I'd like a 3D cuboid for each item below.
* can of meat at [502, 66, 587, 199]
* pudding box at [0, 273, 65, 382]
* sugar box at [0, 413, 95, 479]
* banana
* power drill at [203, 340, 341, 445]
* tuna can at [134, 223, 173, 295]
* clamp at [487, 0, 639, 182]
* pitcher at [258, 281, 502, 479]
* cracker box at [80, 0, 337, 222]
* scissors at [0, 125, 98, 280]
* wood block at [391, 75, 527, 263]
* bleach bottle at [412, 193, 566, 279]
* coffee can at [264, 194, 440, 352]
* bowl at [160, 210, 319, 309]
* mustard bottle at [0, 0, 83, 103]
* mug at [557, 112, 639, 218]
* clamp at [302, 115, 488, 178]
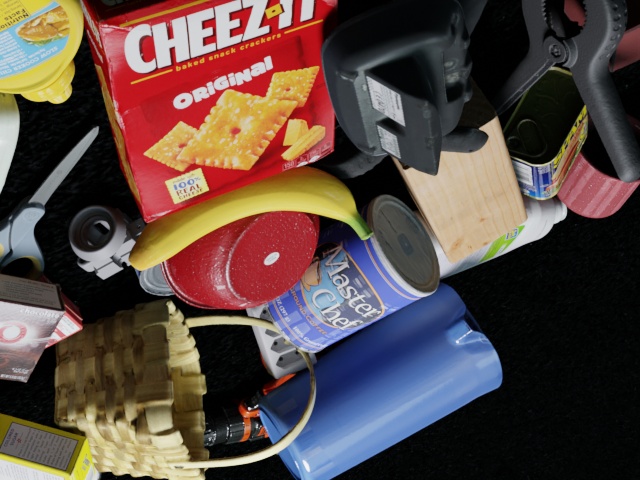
[{"bbox_3d":[0.215,-0.099,1.015,0.102,0.057,0.084,-59,157,-13],"label":"can of meat"},{"bbox_3d":[-0.277,0.068,0.866,0.113,0.039,0.090,11,128,-35],"label":"pudding box"},{"bbox_3d":[-0.302,0.194,0.992,0.176,0.048,0.093,17,146,5],"label":"sugar box"},{"bbox_3d":[-0.057,-0.024,0.849,0.197,0.069,0.037,-8,170,-8],"label":"banana"},{"bbox_3d":[-0.064,0.172,1.246,0.184,0.057,0.188,-10,149,-35],"label":"power drill"},{"bbox_3d":[-0.126,0.010,0.955,0.086,0.034,0.086,-21,150,-13],"label":"tuna can"},{"bbox_3d":[0.199,-0.161,0.889,0.036,0.165,0.210,-31,128,-32],"label":"clamp"},{"bbox_3d":[0.060,0.160,1.142,0.242,0.145,0.149,-29,122,-14],"label":"pitcher"},{"bbox_3d":[-0.072,-0.120,0.754,0.164,0.072,0.214,-21,150,-13],"label":"cracker box"},{"bbox_3d":[-0.222,-0.014,0.851,0.202,0.016,0.096,-35,148,15],"label":"scissors"},{"bbox_3d":[0.118,-0.072,0.972,0.090,0.091,0.206,-30,151,4],"label":"wood block"},{"bbox_3d":[0.158,-0.004,1.146,0.250,0.068,0.103,-14,153,-29],"label":"bleach bottle"},{"bbox_3d":[0.028,0.033,1.014,0.141,0.103,0.102,-30,153,30],"label":"coffee can"},{"bbox_3d":[-0.056,0.001,0.919,0.161,0.055,0.162,-22,130,-29],"label":"bowl"},{"bbox_3d":[-0.195,-0.139,0.632,0.096,0.058,0.191,-22,151,3],"label":"mustard bottle"},{"bbox_3d":[0.300,-0.085,1.123,0.117,0.093,0.082,-55,172,-33],"label":"mug"},{"bbox_3d":[0.051,-0.091,0.863,0.171,0.120,0.039,-31,144,13],"label":"clamp"}]
